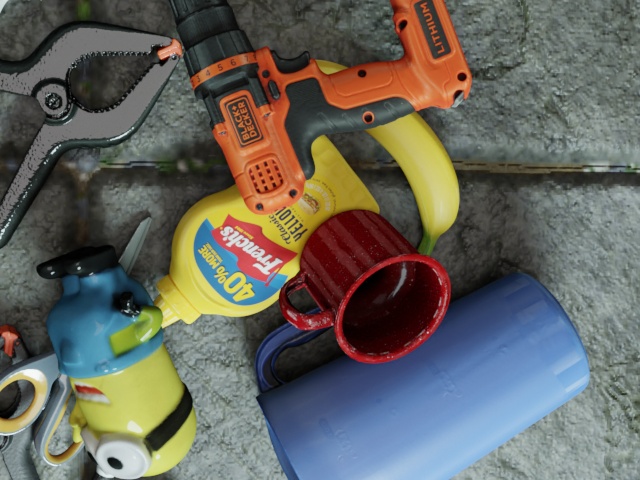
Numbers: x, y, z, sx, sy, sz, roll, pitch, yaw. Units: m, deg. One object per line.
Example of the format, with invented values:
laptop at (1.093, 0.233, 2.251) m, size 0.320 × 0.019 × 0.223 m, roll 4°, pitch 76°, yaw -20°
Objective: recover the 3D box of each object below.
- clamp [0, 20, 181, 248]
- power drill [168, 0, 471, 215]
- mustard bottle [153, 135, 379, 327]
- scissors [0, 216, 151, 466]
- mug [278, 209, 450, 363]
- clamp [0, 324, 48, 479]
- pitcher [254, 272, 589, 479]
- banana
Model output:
clamp at (-0.204, -0.109, 0.784) m, size 0.210 × 0.036 × 0.164 m, roll -31°, pitch 104°, yaw 1°
power drill at (0.000, -0.132, 0.762) m, size 0.187 × 0.057 × 0.184 m, roll -22°, pitch 91°, yaw 3°
mustard bottle at (-0.055, 0.001, 0.817) m, size 0.191 × 0.058 × 0.096 m, roll -39°, pitch 108°, yaw -1°
scissors at (-0.194, 0.071, 0.807) m, size 0.096 × 0.016 × 0.202 m, roll 13°, pitch 92°, yaw -32°
mug at (0.025, 0.033, 0.783) m, size 0.117 × 0.082 × 0.093 m, roll -20°, pitch 128°, yaw -17°
clamp at (-0.245, 0.154, 0.822) m, size 0.120 × 0.039 × 0.171 m, roll 19°, pitch 94°, yaw -28°
pitcher at (0.075, 0.116, 0.831) m, size 0.242 × 0.145 × 0.149 m, roll -29°, pitch 120°, yaw -8°
banana at (0.052, -0.076, 0.833) m, size 0.069 × 0.037 × 0.197 m, roll -39°, pitch 103°, yaw -2°
